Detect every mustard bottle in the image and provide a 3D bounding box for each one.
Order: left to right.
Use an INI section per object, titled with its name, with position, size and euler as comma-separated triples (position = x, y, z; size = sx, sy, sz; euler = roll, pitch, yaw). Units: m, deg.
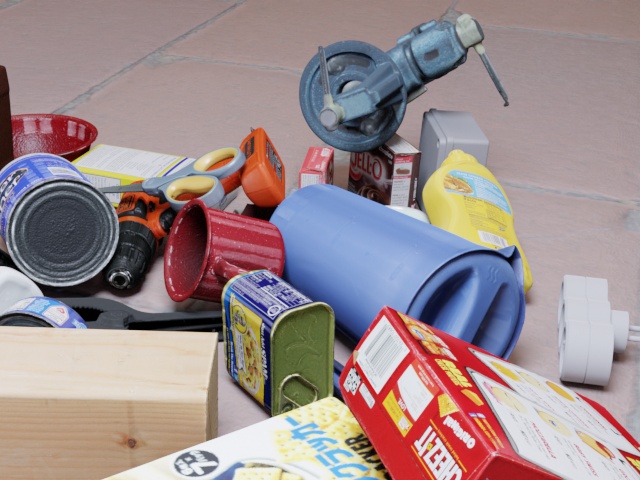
[mustard bottle]
position = 0.150, -0.025, 1.066
size = 0.096, 0.058, 0.191
euler = 17, 40, -19

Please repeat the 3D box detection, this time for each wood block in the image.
[wood block]
position = -0.180, 0.122, 0.763
size = 0.206, 0.091, 0.090
euler = 2, 26, -1

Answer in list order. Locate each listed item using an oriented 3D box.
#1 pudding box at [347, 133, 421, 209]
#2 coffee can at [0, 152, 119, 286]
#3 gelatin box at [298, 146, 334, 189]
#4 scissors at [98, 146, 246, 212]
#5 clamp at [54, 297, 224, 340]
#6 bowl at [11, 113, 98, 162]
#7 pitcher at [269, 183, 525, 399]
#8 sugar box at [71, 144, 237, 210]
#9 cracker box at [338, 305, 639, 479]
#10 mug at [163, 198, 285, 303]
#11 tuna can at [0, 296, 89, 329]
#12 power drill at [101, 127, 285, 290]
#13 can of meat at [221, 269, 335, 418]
[pudding box]
position = 0.070, -0.078, 1.212
size = 0.039, 0.090, 0.114
euler = -9, 28, -24
[coffee can]
position = -0.259, -0.023, 1.026
size = 0.102, 0.103, 0.140
euler = -8, 16, -21
[gelatin box]
position = -0.004, -0.047, 1.142
size = 0.030, 0.089, 0.073
euler = 5, 25, 7
[scissors]
position = -0.147, -0.064, 1.052
size = 0.096, 0.016, 0.202
euler = -44, 33, -24
[clamp]
position = -0.166, 0.078, 0.921
size = 0.210, 0.036, 0.164
euler = 11, 18, 25
[bowl]
position = -0.345, -0.101, 1.272
size = 0.162, 0.055, 0.162
euler = 2, 25, -1
[pitcher]
position = 0.045, 0.039, 0.935
size = 0.149, 0.145, 0.243
euler = 0, 18, -35
[sugar box]
position = -0.192, -0.066, 1.223
size = 0.176, 0.048, 0.093
euler = 13, 27, 14
[cracker box]
position = 0.131, 0.141, 0.666
size = 0.213, 0.072, 0.164
euler = 26, 14, -28
[mug]
position = -0.079, 0.018, 0.948
size = 0.081, 0.093, 0.117
euler = 13, 6, -30
[tuna can]
position = -0.221, 0.088, 0.839
size = 0.086, 0.086, 0.033
euler = 9, 24, 13
[power drill]
position = -0.128, -0.033, 1.061
size = 0.188, 0.057, 0.184
euler = -23, 28, 11
[can of meat]
position = -0.036, 0.083, 0.848
size = 0.057, 0.102, 0.084
euler = -15, 28, -31
